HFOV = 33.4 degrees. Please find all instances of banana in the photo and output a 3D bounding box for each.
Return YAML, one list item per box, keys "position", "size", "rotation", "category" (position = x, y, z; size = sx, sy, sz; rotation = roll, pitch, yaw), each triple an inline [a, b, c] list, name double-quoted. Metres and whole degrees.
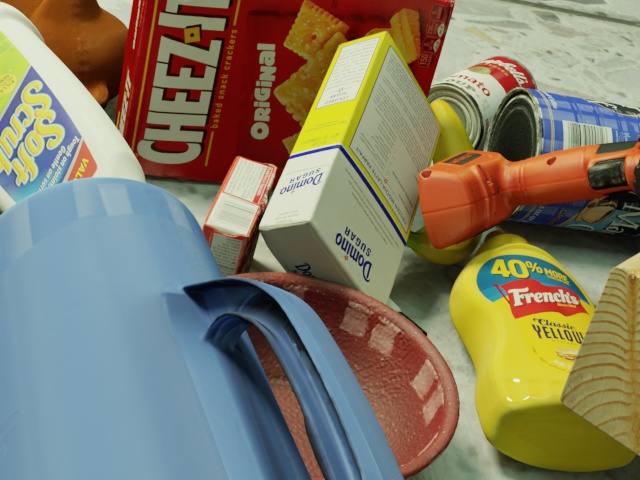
- position: [0.095, -0.037, 0.786]
  size: [0.069, 0.037, 0.197]
  rotation: [55, 28, -22]
  category: "banana"

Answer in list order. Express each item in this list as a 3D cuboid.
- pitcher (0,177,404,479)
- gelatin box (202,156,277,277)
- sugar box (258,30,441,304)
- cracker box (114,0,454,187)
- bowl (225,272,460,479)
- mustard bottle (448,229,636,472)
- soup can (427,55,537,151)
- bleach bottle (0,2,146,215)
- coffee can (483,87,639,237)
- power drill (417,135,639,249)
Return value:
- position: [-0.063, 0.083, 0.417]
  size: [0.149, 0.145, 0.243]
  rotation: [-16, 50, -9]
  category: "pitcher"
- position: [-0.054, 0.001, 0.655]
  size: [0.030, 0.073, 0.089]
  rotation: [17, 33, 0]
  category: "gelatin box"
- position: [0.024, -0.041, 0.679]
  size: [0.048, 0.093, 0.176]
  rotation: [-8, 42, 35]
  category: "sugar box"
- position: [-0.029, -0.121, 0.761]
  size: [0.213, 0.164, 0.072]
  rotation: [4, 33, -18]
  category: "cracker box"
- position: [-0.011, 0.086, 0.565]
  size: [0.162, 0.055, 0.162]
  rotation: [11, 34, -8]
  category: "bowl"
- position: [0.131, 0.055, 0.669]
  size: [0.096, 0.058, 0.191]
  rotation: [9, 34, -13]
  category: "mustard bottle"
- position: [0.131, -0.112, 0.904]
  size: [0.069, 0.069, 0.102]
  rotation: [33, 38, 23]
  category: "soup can"
- position: [-0.158, -0.047, 0.665]
  size: [0.102, 0.068, 0.251]
  rotation: [-46, 59, -5]
  category: "bleach bottle"
- position: [0.209, -0.057, 0.825]
  size: [0.140, 0.103, 0.103]
  rotation: [7, 35, -14]
  category: "coffee can"
- position: [0.159, -0.036, 0.655]
  size: [0.188, 0.057, 0.184]
  rotation: [-8, 6, 29]
  category: "power drill"
